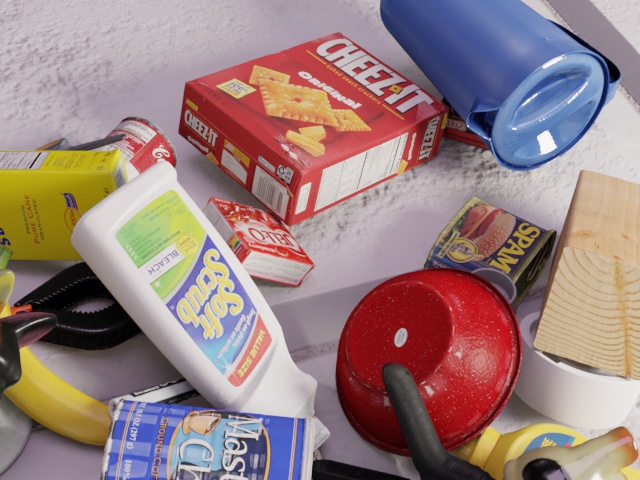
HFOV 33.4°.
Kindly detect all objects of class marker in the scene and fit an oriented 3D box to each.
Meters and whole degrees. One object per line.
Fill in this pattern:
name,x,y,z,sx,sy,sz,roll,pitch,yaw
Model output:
marker,-0.110,0.118,0.843,0.120,0.020,0.020,-13,48,-39

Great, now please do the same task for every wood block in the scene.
wood block,0.243,0.021,0.895,0.090,0.091,0.205,18,24,10

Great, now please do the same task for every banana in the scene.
banana,-0.225,0.095,0.838,0.069,0.037,0.198,-39,77,-1

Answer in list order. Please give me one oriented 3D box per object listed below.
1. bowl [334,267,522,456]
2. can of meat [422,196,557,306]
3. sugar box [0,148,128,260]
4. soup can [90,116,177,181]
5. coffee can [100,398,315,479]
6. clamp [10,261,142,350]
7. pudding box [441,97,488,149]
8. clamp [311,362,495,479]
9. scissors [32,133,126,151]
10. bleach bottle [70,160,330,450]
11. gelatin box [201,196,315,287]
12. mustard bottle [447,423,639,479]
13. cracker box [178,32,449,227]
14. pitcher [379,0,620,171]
bowl,0.072,0.084,0.835,0.162,0.055,0.162,-15,58,24
can of meat,0.152,0.015,0.965,0.084,0.057,0.102,27,49,22
sugar box,-0.251,-0.030,0.914,0.176,0.093,0.048,-1,33,6
soup can,-0.189,-0.059,0.987,0.068,0.068,0.102,24,49,16
coffee can,-0.078,0.171,0.760,0.140,0.103,0.102,6,47,-1
clamp,-0.152,0.053,0.905,0.209,0.036,0.165,-16,45,-22
pudding box,0.178,-0.146,1.129,0.090,0.039,0.113,17,48,10
clamp,0.072,0.186,0.785,0.171,0.120,0.039,49,33,12
scissors,-0.227,-0.084,0.970,0.202,0.016,0.096,-13,18,31
bleach bottle,-0.080,0.062,0.841,0.102,0.068,0.251,-39,86,-29
gelatin box,-0.056,0.001,0.941,0.089,0.030,0.073,15,29,-48
mustard bottle,0.185,0.192,0.800,0.192,0.058,0.096,25,62,17
cracker box,-0.004,-0.118,1.042,0.213,0.072,0.164,-27,55,-38
pitcher,0.171,-0.192,1.065,0.145,0.149,0.243,-45,51,12
